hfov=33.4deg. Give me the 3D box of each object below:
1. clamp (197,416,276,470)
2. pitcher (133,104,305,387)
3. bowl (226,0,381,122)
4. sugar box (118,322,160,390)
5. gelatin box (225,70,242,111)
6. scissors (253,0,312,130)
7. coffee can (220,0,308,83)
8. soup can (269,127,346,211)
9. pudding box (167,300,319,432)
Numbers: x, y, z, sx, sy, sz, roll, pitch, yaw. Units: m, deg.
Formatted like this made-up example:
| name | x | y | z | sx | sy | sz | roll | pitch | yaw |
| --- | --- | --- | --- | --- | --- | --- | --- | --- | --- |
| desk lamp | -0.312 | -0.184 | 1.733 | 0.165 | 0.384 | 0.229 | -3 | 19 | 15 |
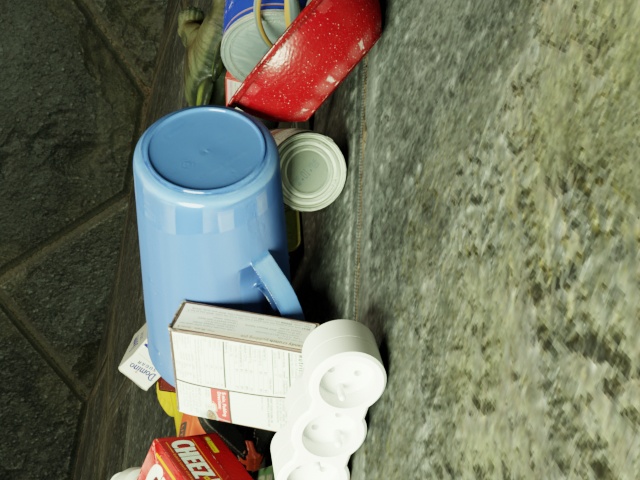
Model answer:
| name | x | y | z | sx | sy | sz | roll | pitch | yaw |
| --- | --- | --- | --- | --- | --- | --- | --- | --- | --- |
| clamp | -0.087 | 0.124 | 0.961 | 0.039 | 0.120 | 0.171 | 83 | -179 | -53 |
| pitcher | -0.078 | 0.017 | 0.863 | 0.243 | 0.149 | 0.145 | 92 | -178 | -50 |
| bowl | -0.002 | -0.146 | 0.840 | 0.162 | 0.055 | 0.162 | -48 | 4 | 4 |
| sugar box | -0.136 | 0.072 | 1.135 | 0.176 | 0.048 | 0.093 | -48 | 11 | 16 |
| gelatin box | -0.081 | -0.182 | 1.173 | 0.089 | 0.030 | 0.073 | 97 | -172 | -66 |
| scissors | -0.001 | -0.143 | 0.959 | 0.016 | 0.096 | 0.202 | -90 | -17 | -69 |
| coffee can | -0.042 | -0.229 | 1.027 | 0.103 | 0.102 | 0.140 | 119 | 156 | -52 |
| soup can | -0.022 | -0.062 | 0.917 | 0.102 | 0.068 | 0.068 | -154 | 74 | -74 |
| pudding box | -0.057 | 0.099 | 0.819 | 0.039 | 0.113 | 0.090 | -67 | -19 | -54 |
